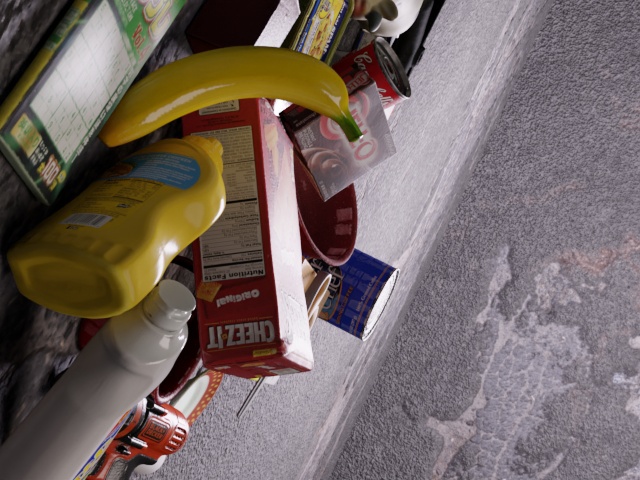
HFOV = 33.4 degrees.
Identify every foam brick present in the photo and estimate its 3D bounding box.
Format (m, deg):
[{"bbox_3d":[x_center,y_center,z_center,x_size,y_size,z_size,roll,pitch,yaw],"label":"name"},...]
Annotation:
[{"bbox_3d":[-0.057,-0.166,0.810,0.078,0.053,0.051,-60,167,-15],"label":"foam brick"}]

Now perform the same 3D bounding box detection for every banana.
[{"bbox_3d":[-0.060,-0.103,0.752,0.037,0.197,0.069,155,-70,-68],"label":"banana"}]

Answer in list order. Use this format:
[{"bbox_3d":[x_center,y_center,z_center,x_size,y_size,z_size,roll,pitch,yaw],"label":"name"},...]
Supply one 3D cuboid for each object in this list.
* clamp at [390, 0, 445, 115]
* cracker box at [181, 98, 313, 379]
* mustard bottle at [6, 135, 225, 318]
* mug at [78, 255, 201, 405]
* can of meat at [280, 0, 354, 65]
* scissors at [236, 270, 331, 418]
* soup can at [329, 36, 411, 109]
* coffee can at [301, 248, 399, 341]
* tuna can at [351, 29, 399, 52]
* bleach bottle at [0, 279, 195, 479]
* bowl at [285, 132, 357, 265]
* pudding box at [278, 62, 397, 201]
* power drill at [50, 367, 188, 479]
[{"bbox_3d":[0.099,-0.220,1.216,0.172,0.039,0.120,-68,166,18],"label":"clamp"},{"bbox_3d":[-0.056,0.001,0.883,0.164,0.072,0.214,52,31,-77],"label":"cracker box"},{"bbox_3d":[-0.121,-0.022,0.736,0.191,0.096,0.058,-51,138,-48],"label":"mustard bottle"},{"bbox_3d":[-0.138,0.065,0.877,0.117,0.081,0.093,-62,168,-9],"label":"mug"},{"bbox_3d":[-0.022,-0.182,0.904,0.102,0.057,0.083,-66,162,7],"label":"can of meat"},{"bbox_3d":[-0.039,0.119,1.117,0.201,0.016,0.096,-59,169,-29],"label":"scissors"},{"bbox_3d":[0.030,-0.150,1.065,0.102,0.068,0.068,-26,-178,22],"label":"soup can"},{"bbox_3d":[0.015,0.051,1.353,0.102,0.140,0.103,-58,167,-23],"label":"coffee can"},{"bbox_3d":[0.067,-0.226,1.250,0.086,0.034,0.086,-59,167,-23],"label":"tuna can"},{"bbox_3d":[-0.167,0.123,0.738,0.251,0.068,0.102,-50,178,28],"label":"bleach bottle"},{"bbox_3d":[-0.018,-0.049,1.109,0.162,0.055,0.162,39,45,-55],"label":"bowl"},{"bbox_3d":[0.018,-0.101,1.011,0.090,0.039,0.113,-33,147,-5],"label":"pudding box"},{"bbox_3d":[-0.203,0.203,0.901,0.187,0.057,0.184,-57,149,-7],"label":"power drill"}]
